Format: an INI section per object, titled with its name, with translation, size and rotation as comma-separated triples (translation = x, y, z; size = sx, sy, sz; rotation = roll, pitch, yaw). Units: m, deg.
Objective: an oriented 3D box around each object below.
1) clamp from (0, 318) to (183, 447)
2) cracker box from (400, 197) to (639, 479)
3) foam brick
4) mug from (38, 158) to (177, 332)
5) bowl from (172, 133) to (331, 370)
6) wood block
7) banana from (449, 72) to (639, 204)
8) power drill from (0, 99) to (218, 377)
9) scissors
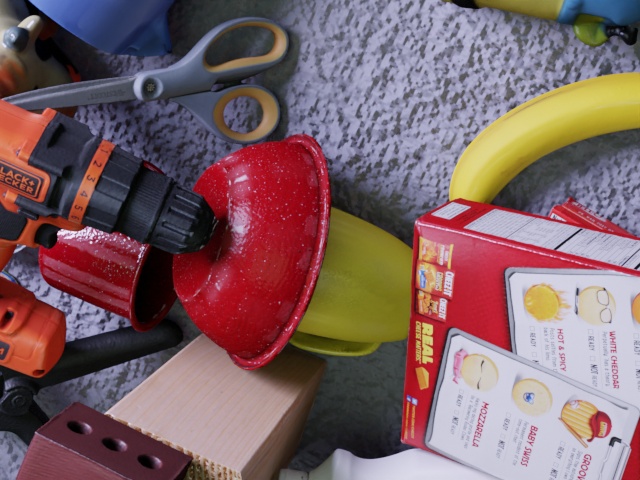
[clamp]
translation = -0.212, 0.099, 0.774
size = 0.209, 0.036, 0.165
rotation = 27, 105, -34
[cracker box]
translation = 0.160, 0.076, 0.657
size = 0.214, 0.072, 0.164
rotation = 15, 116, 30
[foam brick]
translation = -0.120, 0.132, 0.584
size = 0.078, 0.053, 0.051
rotation = 24, 106, 8
[mug]
translation = -0.143, -0.003, 0.760
size = 0.081, 0.093, 0.117
rotation = 20, 108, 14
[bowl]
translation = -0.055, 0.001, 0.700
size = 0.055, 0.162, 0.162
rotation = 15, 108, -25
[wood block]
translation = -0.073, 0.133, 0.708
size = 0.091, 0.206, 0.090
rotation = 21, 105, 9
[banana]
translation = 0.159, -0.066, 0.702
size = 0.198, 0.037, 0.069
rotation = -30, 110, 19
[power drill]
translation = -0.175, 0.004, 0.673
size = 0.184, 0.057, 0.188
rotation = 25, 128, -8
[scissors]
translation = -0.103, -0.087, 0.708
size = 0.201, 0.016, 0.096
rotation = -28, 120, -24
